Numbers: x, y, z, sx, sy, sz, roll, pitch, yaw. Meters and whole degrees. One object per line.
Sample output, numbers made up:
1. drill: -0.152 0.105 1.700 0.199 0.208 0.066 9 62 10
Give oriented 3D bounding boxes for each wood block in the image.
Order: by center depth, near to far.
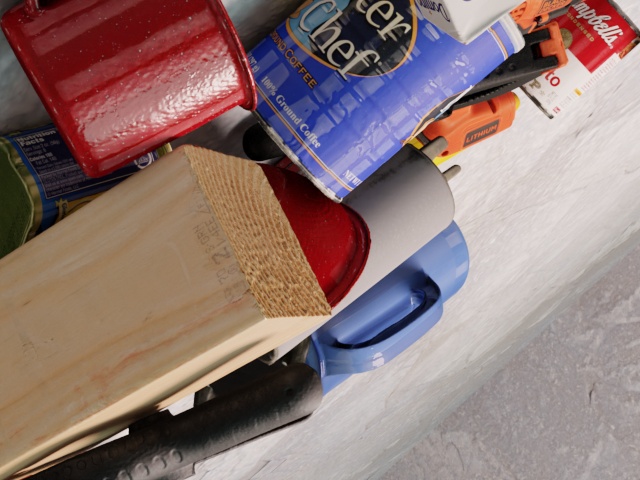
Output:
1. wood block: -0.112 0.046 0.525 0.206 0.090 0.090 -30 169 17

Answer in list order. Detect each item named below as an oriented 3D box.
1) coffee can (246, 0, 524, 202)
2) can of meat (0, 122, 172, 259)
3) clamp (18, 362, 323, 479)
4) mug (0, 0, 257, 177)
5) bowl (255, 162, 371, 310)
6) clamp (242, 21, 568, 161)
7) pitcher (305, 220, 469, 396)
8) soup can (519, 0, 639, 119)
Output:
1. coffee can: 0.031 -0.105 0.615 0.140 0.103 0.102 -40 163 8
2. can of meat: -0.137 -0.021 0.573 0.083 0.057 0.102 -22 157 -39
3. clamp: -0.074 0.106 0.549 0.171 0.039 0.120 -21 164 3
4. mug: -0.088 -0.088 0.461 0.081 0.093 0.117 -30 137 -11
5. bowl: -0.054 0.001 0.639 0.162 0.162 0.055 -33 123 -17
6. clamp: 0.071 -0.097 0.727 0.210 0.036 0.164 -17 178 28
7. pitcher: 0.036 0.051 0.978 0.242 0.149 0.145 -28 161 -40
8. soup can: 0.213 -0.161 0.907 0.102 0.068 0.068 -42 163 16
